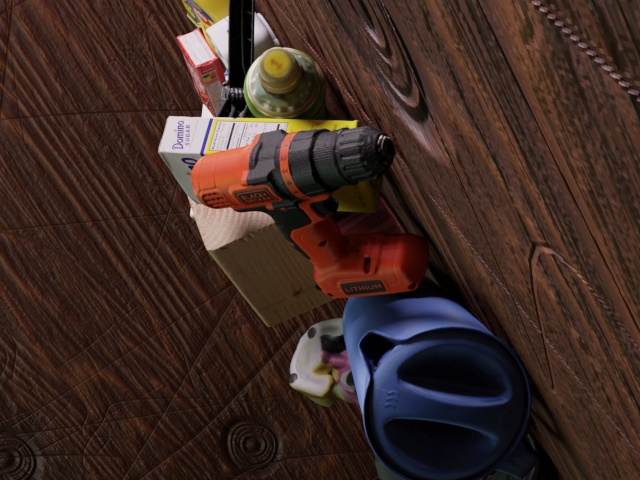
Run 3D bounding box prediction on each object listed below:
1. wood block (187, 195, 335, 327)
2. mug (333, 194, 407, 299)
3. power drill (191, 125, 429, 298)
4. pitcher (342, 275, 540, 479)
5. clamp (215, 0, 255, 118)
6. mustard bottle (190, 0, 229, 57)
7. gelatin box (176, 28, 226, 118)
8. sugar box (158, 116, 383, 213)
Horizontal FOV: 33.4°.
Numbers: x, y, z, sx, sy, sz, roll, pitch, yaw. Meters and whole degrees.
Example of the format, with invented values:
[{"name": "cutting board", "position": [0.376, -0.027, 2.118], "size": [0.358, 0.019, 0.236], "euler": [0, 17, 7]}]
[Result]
[{"name": "wood block", "position": [-0.057, 0.002, 1.115], "size": [0.206, 0.091, 0.090], "euler": [62, -175, -61]}, {"name": "mug", "position": [0.038, -0.002, 1.063], "size": [0.117, 0.081, 0.093], "euler": [59, 178, -20]}, {"name": "power drill", "position": [0.013, -0.023, 0.870], "size": [0.187, 0.185, 0.057], "euler": [45, -128, -41]}, {"name": "pitcher", "position": [0.094, 0.111, 0.932], "size": [0.243, 0.145, 0.149], "euler": [-114, 17, -76]}, {"name": "clamp", "position": [-0.079, -0.152, 1.048], "size": [0.210, 0.036, 0.164], "euler": [97, 177, -76]}, {"name": "mustard bottle", "position": [-0.117, -0.267, 1.169], "size": [0.096, 0.058, 0.191], "euler": [58, 178, 21]}, {"name": "gelatin box", "position": [-0.128, -0.187, 1.199], "size": [0.089, 0.030, 0.073], "euler": [-124, 12, -51]}, {"name": "sugar box", "position": [-0.042, -0.065, 0.925], "size": [0.093, 0.176, 0.048], "euler": [61, -145, -57]}]
